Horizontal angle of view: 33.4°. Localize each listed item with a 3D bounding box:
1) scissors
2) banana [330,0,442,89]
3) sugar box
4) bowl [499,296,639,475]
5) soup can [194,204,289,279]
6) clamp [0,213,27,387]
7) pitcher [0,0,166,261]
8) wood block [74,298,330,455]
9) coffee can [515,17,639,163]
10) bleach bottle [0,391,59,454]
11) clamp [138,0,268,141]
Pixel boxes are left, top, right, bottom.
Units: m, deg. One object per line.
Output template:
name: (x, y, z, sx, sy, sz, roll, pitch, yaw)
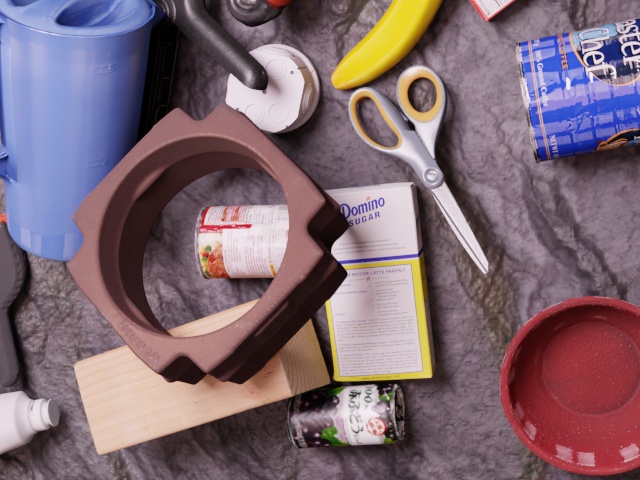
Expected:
scissors: (0.106, -0.073, 0.922, 0.096, 0.016, 0.202, -45, 70, 5)
banana: (0.068, -0.207, 0.908, 0.069, 0.037, 0.198, 22, 124, 3)
sugar box: (0.050, 0.038, 0.974, 0.093, 0.048, 0.176, -4, 96, 13)
bowl: (0.241, 0.122, 0.941, 0.162, 0.055, 0.162, 2, 101, 12)
soup can: (-0.056, 0.001, 0.978, 0.102, 0.068, 0.068, -1, 101, 12)
clamp: (-0.330, 0.060, 1.066, 0.120, 0.039, 0.171, 28, 105, 5)
pitcher: (-0.228, -0.103, 0.929, 0.149, 0.145, 0.243, 13, 125, 3)
wood block: (-0.110, 0.123, 0.984, 0.206, 0.090, 0.090, -20, 82, 21)
coffee can: (0.238, -0.125, 0.869, 0.140, 0.102, 0.103, -10, 99, 14)
bleach bottle: (-0.385, 0.193, 1.084, 0.251, 0.102, 0.068, -12, 107, 8)
clamp: (-0.137, -0.193, 0.957, 0.165, 0.036, 0.210, -30, 78, 39)
